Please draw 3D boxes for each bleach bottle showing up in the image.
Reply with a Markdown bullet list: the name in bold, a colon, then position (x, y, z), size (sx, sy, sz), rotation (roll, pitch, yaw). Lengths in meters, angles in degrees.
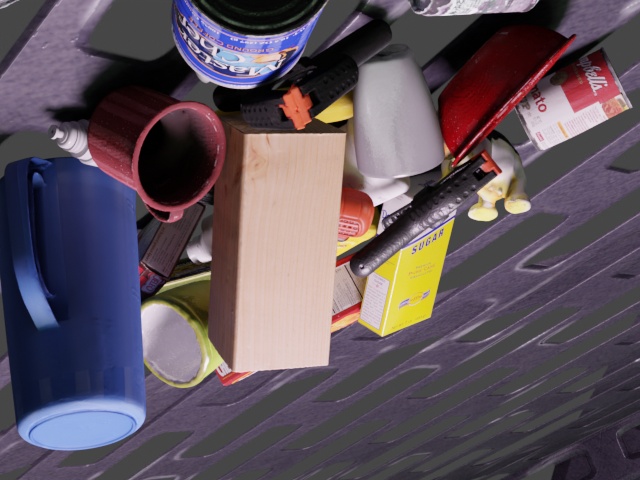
- **bleach bottle**: position (-0.038, -0.038, 1.106), size (0.251, 0.068, 0.102), rotation (-25, 149, 23)

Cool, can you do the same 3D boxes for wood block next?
- **wood block**: position (-0.041, 0.000, 0.927), size (0.090, 0.206, 0.090), rotation (-2, -163, -20)

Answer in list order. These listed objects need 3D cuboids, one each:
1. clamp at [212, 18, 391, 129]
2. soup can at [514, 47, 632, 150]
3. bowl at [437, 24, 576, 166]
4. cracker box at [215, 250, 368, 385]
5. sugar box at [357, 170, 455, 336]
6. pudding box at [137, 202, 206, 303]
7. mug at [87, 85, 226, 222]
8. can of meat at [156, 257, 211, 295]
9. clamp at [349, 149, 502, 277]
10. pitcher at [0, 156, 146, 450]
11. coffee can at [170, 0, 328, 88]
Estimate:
- **clamp**: position (-0.025, -0.121, 0.844), size (0.165, 0.036, 0.210), rotation (-21, -163, 14)
- **soup can**: position (0.254, -0.142, 1.082), size (0.102, 0.068, 0.068), rotation (-26, 155, 18)
- **bowl**: position (0.158, -0.144, 0.976), size (0.162, 0.055, 0.162), rotation (-46, 176, -5)
- **cracker box**: position (-0.014, 0.086, 1.284), size (0.213, 0.072, 0.164), rotation (-24, 172, -41)
- **sugar box**: position (0.102, 0.014, 1.206), size (0.093, 0.048, 0.176), rotation (-17, 129, -44)
- **pudding box**: position (-0.166, 0.015, 1.071), size (0.039, 0.113, 0.090), rotation (34, 135, -16)
- **mug**: position (-0.138, -0.071, 0.890), size (0.093, 0.082, 0.117), rotation (-29, 129, -33)
- **can of meat**: position (-0.144, 0.055, 1.187), size (0.102, 0.057, 0.084), rotation (-15, -167, -7)
- **clamp**: position (0.106, -0.033, 1.050), size (0.172, 0.039, 0.120), rotation (-36, -168, 22)
- **pitcher**: position (-0.224, 0.052, 0.944), size (0.149, 0.243, 0.145), rotation (9, 145, -34)
- **coffee can**: position (-0.048, -0.168, 0.717), size (0.102, 0.103, 0.140), rotation (-14, 177, -9)
